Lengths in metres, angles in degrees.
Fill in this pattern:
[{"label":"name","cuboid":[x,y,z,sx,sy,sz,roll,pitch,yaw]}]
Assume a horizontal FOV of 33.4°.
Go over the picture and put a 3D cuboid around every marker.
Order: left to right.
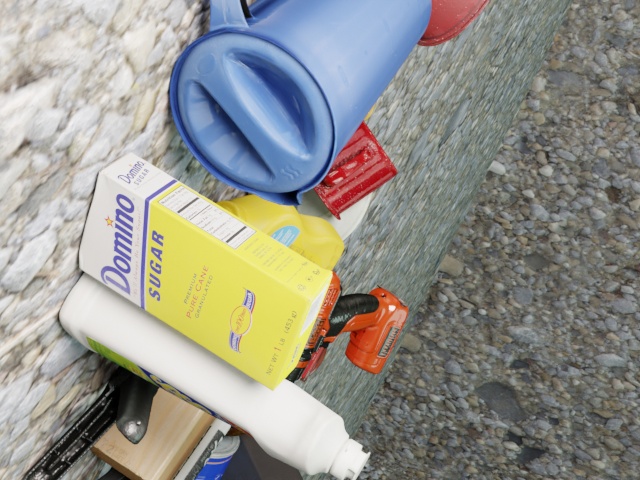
[{"label":"marker","cuboid":[-0.111,0.200,1.036,0.121,0.020,0.020,-54,167,-25]}]

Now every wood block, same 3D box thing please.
[{"label":"wood block","cuboid":[-0.136,0.142,1.062,0.206,0.090,0.091,-55,167,-20]}]

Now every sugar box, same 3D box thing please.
[{"label":"sugar box","cuboid":[-0.085,0.021,0.755,0.048,0.176,0.093,-47,163,-53]}]

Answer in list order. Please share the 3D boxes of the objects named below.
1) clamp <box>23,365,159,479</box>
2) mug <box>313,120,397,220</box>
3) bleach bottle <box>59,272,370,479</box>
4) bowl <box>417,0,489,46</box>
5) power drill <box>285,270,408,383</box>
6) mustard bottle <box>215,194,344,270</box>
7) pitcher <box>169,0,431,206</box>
[{"label":"clamp","cuboid":[-0.175,0.137,0.949,0.165,0.036,0.209,-34,-164,31]},{"label":"mug","cuboid":[0.027,-0.080,1.116,0.081,0.093,0.117,-34,-175,6]},{"label":"bleach bottle","cuboid":[-0.076,0.108,0.822,0.068,0.251,0.102,-57,168,-15]},{"label":"bowl","cuboid":[0.119,-0.280,1.074,0.162,0.055,0.162,-37,-139,41]},{"label":"power drill","cuboid":[0.011,0.118,1.237,0.187,0.057,0.184,6,114,-52]},{"label":"mustard bottle","cuboid":[-0.057,0.001,1.043,0.096,0.058,0.191,-39,152,14]},{"label":"pitcher","cuboid":[-0.004,-0.156,0.827,0.149,0.145,0.242,-54,179,43]}]
